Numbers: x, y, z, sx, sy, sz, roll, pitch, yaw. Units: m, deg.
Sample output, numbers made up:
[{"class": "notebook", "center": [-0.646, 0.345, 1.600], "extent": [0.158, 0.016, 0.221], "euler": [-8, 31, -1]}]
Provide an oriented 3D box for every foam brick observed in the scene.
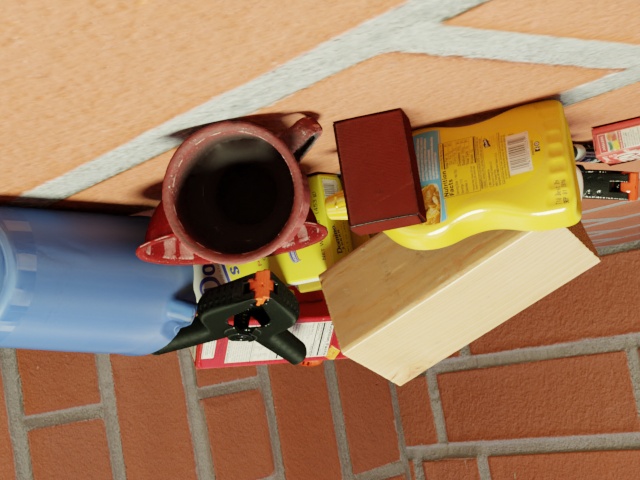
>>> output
[{"class": "foam brick", "center": [0.043, -0.048, 0.763], "extent": [0.051, 0.078, 0.053], "euler": [-10, 172, 11]}]

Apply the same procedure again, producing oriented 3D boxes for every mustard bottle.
[{"class": "mustard bottle", "center": [0.095, -0.042, 0.809], "extent": [0.192, 0.096, 0.058], "euler": [-11, 154, 17]}]

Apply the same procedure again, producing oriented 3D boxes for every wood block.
[{"class": "wood block", "center": [0.112, 0.022, 0.892], "extent": [0.206, 0.090, 0.090], "euler": [-35, 138, 21]}]

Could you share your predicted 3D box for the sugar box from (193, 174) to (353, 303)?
[{"class": "sugar box", "center": [-0.057, 0.001, 1.002], "extent": [0.176, 0.093, 0.048], "euler": [-13, 173, 30]}]

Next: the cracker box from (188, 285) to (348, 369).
[{"class": "cracker box", "center": [-0.054, 0.060, 1.199], "extent": [0.213, 0.072, 0.164], "euler": [-2, -145, -22]}]

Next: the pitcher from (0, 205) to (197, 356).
[{"class": "pitcher", "center": [-0.232, 0.031, 0.911], "extent": [0.149, 0.145, 0.242], "euler": [-27, 164, 21]}]

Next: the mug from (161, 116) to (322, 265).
[{"class": "mug", "center": [-0.044, -0.040, 0.724], "extent": [0.117, 0.093, 0.081], "euler": [-47, 174, 6]}]

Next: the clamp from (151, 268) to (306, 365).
[{"class": "clamp", "center": [-0.084, 0.077, 1.009], "extent": [0.164, 0.036, 0.210], "euler": [2, 157, -7]}]

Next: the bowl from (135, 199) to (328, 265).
[{"class": "bowl", "center": [-0.076, -0.021, 0.895], "extent": [0.162, 0.055, 0.162], "euler": [-7, 169, -2]}]
